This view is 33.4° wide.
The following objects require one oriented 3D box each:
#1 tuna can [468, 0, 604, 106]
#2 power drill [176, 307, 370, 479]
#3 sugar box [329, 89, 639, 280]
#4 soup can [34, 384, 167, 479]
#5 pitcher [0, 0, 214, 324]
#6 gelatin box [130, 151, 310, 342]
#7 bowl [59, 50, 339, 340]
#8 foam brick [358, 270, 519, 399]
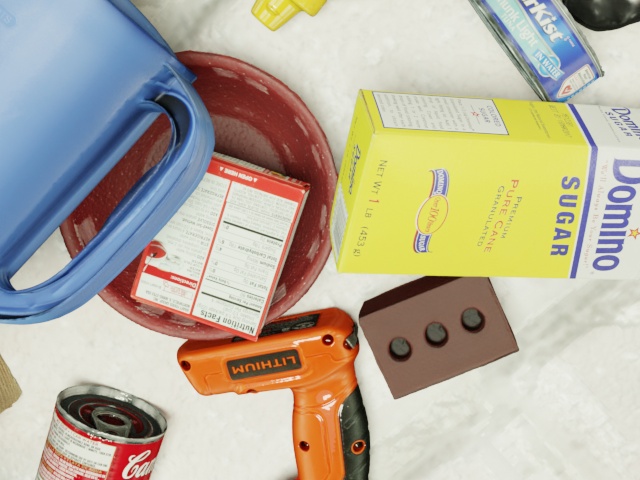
[{"bbox_3d":[0.112,-0.112,0.565,0.034,0.086,0.086,-36,93,12],"label":"tuna can"},{"bbox_3d":[-0.027,0.143,0.637,0.184,0.057,0.187,-13,100,5],"label":"power drill"},{"bbox_3d":[0.098,-0.025,0.556,0.176,0.048,0.093,3,132,-11],"label":"sugar box"},{"bbox_3d":[-0.140,0.148,0.643,0.068,0.068,0.102,20,101,3],"label":"soup can"},{"bbox_3d":[-0.175,-0.028,0.518,0.144,0.149,0.243,38,93,-30],"label":"pitcher"},{"bbox_3d":[-0.054,0.001,0.573,0.073,0.030,0.089,18,101,2],"label":"gelatin box"},{"bbox_3d":[-0.066,-0.027,0.614,0.162,0.055,0.162,1,99,6],"label":"bowl"},{"bbox_3d":[0.067,0.049,0.613,0.078,0.051,0.053,-24,95,10],"label":"foam brick"}]
